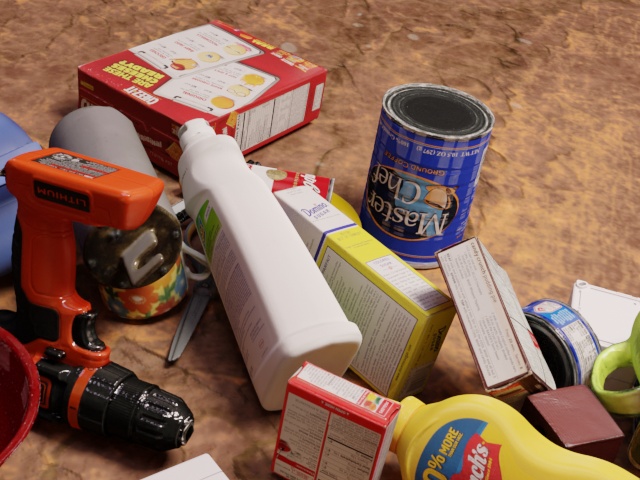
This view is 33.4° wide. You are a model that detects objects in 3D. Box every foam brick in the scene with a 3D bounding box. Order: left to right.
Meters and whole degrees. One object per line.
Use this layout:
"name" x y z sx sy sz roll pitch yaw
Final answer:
"foam brick" 0.169 0.150 0.755 0.051 0.078 0.053 -4 37 -23

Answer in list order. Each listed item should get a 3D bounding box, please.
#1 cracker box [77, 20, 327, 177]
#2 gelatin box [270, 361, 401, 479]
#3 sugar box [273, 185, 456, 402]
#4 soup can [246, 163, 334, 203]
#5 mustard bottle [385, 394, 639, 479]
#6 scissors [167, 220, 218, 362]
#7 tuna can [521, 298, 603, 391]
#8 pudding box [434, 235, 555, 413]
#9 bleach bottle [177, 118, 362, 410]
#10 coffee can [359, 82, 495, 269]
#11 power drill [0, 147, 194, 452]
"cracker box" -0.123 -0.153 1.129 0.164 0.072 0.213 29 39 26
"gelatin box" 0.009 0.135 0.724 0.073 0.089 0.030 23 35 17
"sugar box" 0.021 0.040 0.853 0.048 0.093 0.176 -15 45 -42
"soup can" -0.043 -0.030 0.942 0.102 0.068 0.068 10 34 1
"mustard bottle" 0.113 0.158 0.711 0.192 0.096 0.058 29 17 26
"scissors" -0.079 0.039 0.907 0.096 0.016 0.202 4 35 -9
"tuna can" 0.177 0.091 0.836 0.033 0.086 0.086 -20 44 -35
"pudding box" 0.127 0.062 0.777 0.039 0.090 0.113 -27 63 14
"bleach bottle" -0.055 0.001 0.832 0.068 0.103 0.251 -10 58 -27
"coffee can" 0.094 -0.059 0.985 0.102 0.140 0.103 7 34 -5
"power drill" -0.159 0.042 0.731 0.184 0.188 0.057 17 18 15
